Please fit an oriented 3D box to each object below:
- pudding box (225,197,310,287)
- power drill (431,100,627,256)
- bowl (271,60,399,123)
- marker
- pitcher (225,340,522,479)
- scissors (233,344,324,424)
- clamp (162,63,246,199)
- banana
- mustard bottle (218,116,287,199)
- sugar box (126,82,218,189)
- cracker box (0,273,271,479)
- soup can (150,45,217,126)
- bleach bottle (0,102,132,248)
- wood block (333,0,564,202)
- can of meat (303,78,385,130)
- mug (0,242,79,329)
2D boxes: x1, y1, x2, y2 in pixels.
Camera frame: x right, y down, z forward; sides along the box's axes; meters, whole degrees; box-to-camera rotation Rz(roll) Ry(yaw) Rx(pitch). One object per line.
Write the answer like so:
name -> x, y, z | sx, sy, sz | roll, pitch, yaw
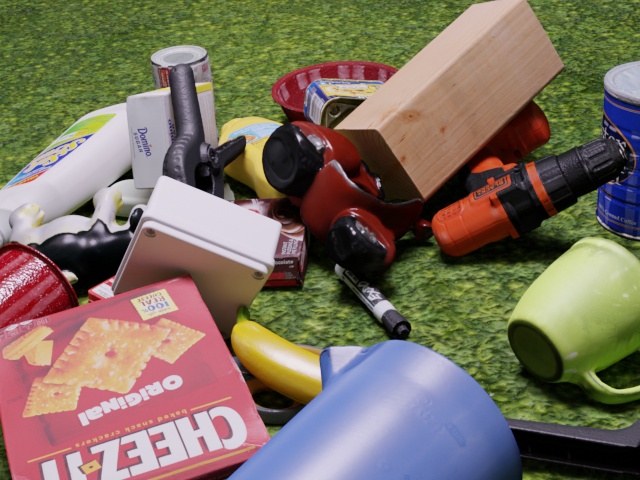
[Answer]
pudding box -> -0.056, 0.001, 0.996 | 0.090, 0.039, 0.113 | -2, 29, 7
power drill -> 0.190, -0.071, 1.016 | 0.185, 0.057, 0.187 | -25, 21, 16
bowl -> 0.025, -0.157, 1.247 | 0.162, 0.055, 0.162 | -4, 29, 2
marker -> 0.045, 0.050, 0.915 | 0.020, 0.020, 0.121 | -15, 31, -18
pitcher -> 0.003, 0.178, 0.601 | 0.149, 0.145, 0.242 | 8, 33, 45
scissors -> -0.090, 0.111, 0.830 | 0.202, 0.016, 0.096 | -4, 29, 2
clamp -> -0.120, -0.086, 1.013 | 0.039, 0.120, 0.171 | -23, 34, 25
banana -> 0.008, 0.098, 0.791 | 0.198, 0.037, 0.069 | 21, 43, 18
mustard bottle -> -0.055, -0.089, 1.136 | 0.096, 0.058, 0.192 | -19, 33, -26
sugar box -> -0.151, -0.112, 1.108 | 0.048, 0.093, 0.176 | -2, 11, 12
cracker box -> -0.136, 0.123, 0.745 | 0.164, 0.072, 0.214 | -16, 35, -14
soup can -> -0.159, -0.169, 1.248 | 0.068, 0.102, 0.068 | -4, 30, 2
bleach bottle -> -0.271, -0.057, 1.099 | 0.103, 0.068, 0.250 | -10, 26, 29
wood block -> 0.128, -0.139, 1.049 | 0.206, 0.090, 0.091 | -43, 23, -16
can of meat -> 0.038, -0.133, 1.119 | 0.102, 0.057, 0.084 | 1, 24, -15
mug -> -0.248, 0.070, 0.869 | 0.117, 0.093, 0.081 | 41, 46, 3
